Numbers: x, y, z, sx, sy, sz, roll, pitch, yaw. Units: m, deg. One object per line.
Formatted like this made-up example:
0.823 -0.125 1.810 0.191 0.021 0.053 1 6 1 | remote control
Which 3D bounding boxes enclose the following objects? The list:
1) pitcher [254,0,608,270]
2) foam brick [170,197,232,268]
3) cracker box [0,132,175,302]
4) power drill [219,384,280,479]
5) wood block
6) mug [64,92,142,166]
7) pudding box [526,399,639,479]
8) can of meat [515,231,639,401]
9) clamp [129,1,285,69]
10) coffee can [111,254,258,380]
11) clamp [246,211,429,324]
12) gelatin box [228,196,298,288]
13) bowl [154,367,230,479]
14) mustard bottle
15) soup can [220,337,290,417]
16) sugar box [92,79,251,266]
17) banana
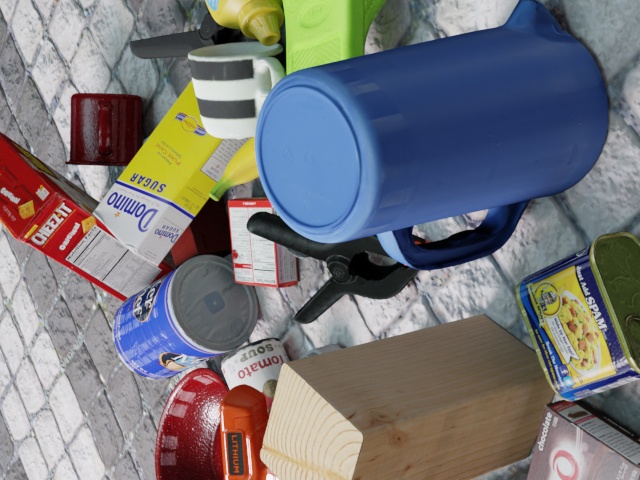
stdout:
0.076 -0.064 0.724 0.145 0.242 0.149 -37 75 46 | pitcher
-0.132 -0.016 1.138 0.051 0.052 0.078 -27 76 50 | foam brick
-0.280 -0.016 1.198 0.072 0.213 0.164 -51 50 -1 | cracker box
0.004 0.177 0.950 0.188 0.057 0.184 4 105 24 | power drill
0.070 0.130 0.796 0.091 0.205 0.090 39 125 39 | wood block
-0.246 -0.127 1.220 0.117 0.093 0.081 -141 52 -81 | mug
0.197 0.185 0.783 0.090 0.039 0.113 32 121 44 | pudding box
0.193 0.056 0.750 0.084 0.057 0.102 -34 70 51 | can of meat
-0.109 -0.205 1.073 0.165 0.036 0.210 -53 59 25 | clamp
-0.146 0.084 1.135 0.141 0.102 0.103 -28 75 50 | coffee can
0.014 0.012 0.938 0.172 0.039 0.120 -18 119 37 | clamp
-0.057 0.001 1.068 0.073 0.030 0.089 2 99 49 | gelatin box
-0.114 0.219 1.140 0.162 0.055 0.162 -22 61 49 | bowl
-0.078 -0.254 0.983 0.096 0.058 0.192 -52 51 41 | mustard bottle
-0.050 0.156 1.059 0.069 0.068 0.102 -46 62 45 | soup can
-0.149 -0.070 1.086 0.176 0.048 0.093 -52 48 -1 | sugar box
-0.028 -0.088 0.993 0.198 0.037 0.069 -24 42 45 | banana
